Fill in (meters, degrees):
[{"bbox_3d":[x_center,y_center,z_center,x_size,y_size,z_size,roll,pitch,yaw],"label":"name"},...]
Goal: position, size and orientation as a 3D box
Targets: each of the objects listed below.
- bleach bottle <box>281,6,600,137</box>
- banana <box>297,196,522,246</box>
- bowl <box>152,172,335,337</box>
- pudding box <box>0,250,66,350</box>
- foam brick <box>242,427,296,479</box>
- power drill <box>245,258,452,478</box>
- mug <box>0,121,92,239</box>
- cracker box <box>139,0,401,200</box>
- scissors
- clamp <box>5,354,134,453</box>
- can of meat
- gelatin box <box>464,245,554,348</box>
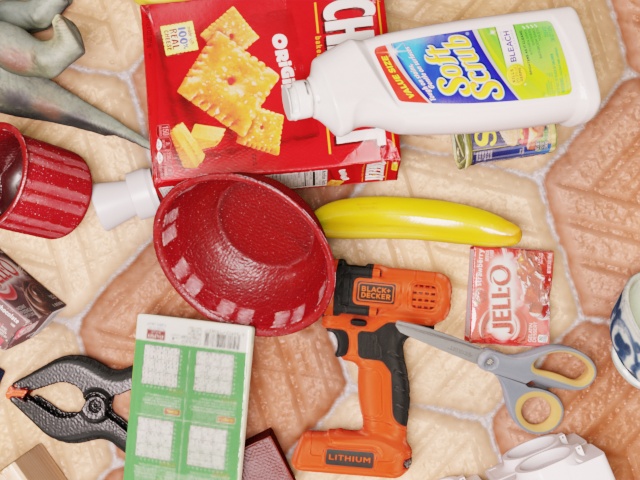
[{"bbox_3d":[0.095,-0.125,0.872,0.250,0.068,0.102,-11,82,-12],"label":"bleach bottle"},{"bbox_3d":[0.075,-0.013,0.946,0.197,0.069,0.037,0,119,-6],"label":"banana"},{"bbox_3d":[-0.056,0.001,0.889,0.162,0.055,0.162,12,128,15],"label":"bowl"},{"bbox_3d":[-0.277,0.046,0.916,0.090,0.113,0.039,41,92,0],"label":"pudding box"},{"bbox_3d":[-0.066,0.209,0.949,0.078,0.051,0.053,-26,89,-1],"label":"foam brick"},{"bbox_3d":[0.019,0.110,0.947,0.184,0.057,0.187,5,90,7],"label":"power drill"},{"bbox_3d":[-0.259,-0.054,0.926,0.093,0.081,0.117,-52,55,15],"label":"mug"},{"bbox_3d":[-0.044,-0.129,0.930,0.213,0.072,0.164,-5,79,0],"label":"cracker box"},{"bbox_3d":[0.148,0.123,0.938,0.201,0.016,0.096,7,108,-18],"label":"scissors"},{"bbox_3d":[-0.190,0.137,0.954,0.171,0.039,0.120,17,85,-1],"label":"clamp"},{"bbox_3d":[0.159,-0.119,0.953,0.084,0.057,0.102,-9,90,-4],"label":"can of meat"},{"bbox_3d":[0.170,0.051,0.964,0.073,0.030,0.089,4,89,-1],"label":"gelatin box"}]
